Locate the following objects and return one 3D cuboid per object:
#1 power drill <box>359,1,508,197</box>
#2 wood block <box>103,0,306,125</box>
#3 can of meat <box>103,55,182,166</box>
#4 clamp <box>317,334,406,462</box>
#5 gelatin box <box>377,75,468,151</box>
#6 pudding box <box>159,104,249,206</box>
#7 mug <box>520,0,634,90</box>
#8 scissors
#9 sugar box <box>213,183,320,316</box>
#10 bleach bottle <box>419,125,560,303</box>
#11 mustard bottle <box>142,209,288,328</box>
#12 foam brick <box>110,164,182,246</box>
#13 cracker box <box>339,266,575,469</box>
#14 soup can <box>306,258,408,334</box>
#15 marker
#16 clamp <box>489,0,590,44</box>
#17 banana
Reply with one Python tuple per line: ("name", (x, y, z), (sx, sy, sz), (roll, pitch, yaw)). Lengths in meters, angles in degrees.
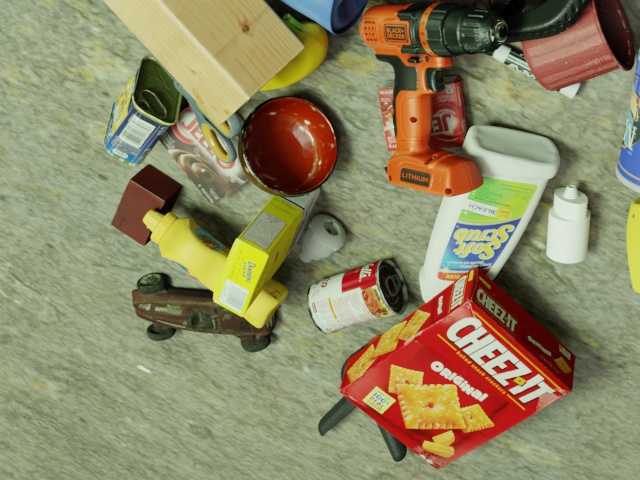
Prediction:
("power drill", (0.117, -0.141, 1.054), (0.185, 0.057, 0.188), (19, 120, 52))
("wood block", (-0.126, -0.226, 1.036), (0.206, 0.090, 0.090), (47, 155, -8))
("can of meat", (-0.204, -0.147, 1.225), (0.057, 0.102, 0.084), (27, 130, -23))
("clamp", (0.069, 0.202, 1.345), (0.120, 0.039, 0.172), (21, 123, 8))
("gelatin box", (0.111, -0.136, 1.149), (0.089, 0.030, 0.073), (-1, 117, 22))
("pudding box", (-0.125, -0.110, 1.251), (0.090, 0.039, 0.113), (-33, 101, 32))
("mug", (0.244, -0.206, 1.031), (0.082, 0.093, 0.117), (-18, 78, 34))
("scissors", (-0.145, -0.154, 1.190), (0.202, 0.016, 0.096), (39, 149, 41))
("sugar box", (-0.058, 0.001, 1.203), (0.048, 0.176, 0.093), (30, 124, 6))
("bleach bottle", (0.175, -0.003, 1.176), (0.102, 0.068, 0.251), (11, 127, -4))
("mustard bottle", (-0.130, 0.026, 1.267), (0.191, 0.096, 0.058), (37, 95, 3))
("foam brick", (-0.214, -0.044, 1.316), (0.053, 0.051, 0.078), (33, 124, 3))
("cracker box", (0.153, 0.153, 1.210), (0.164, 0.072, 0.214), (41, 125, -14))
("soup can", (0.043, 0.068, 1.265), (0.102, 0.068, 0.068), (-19, 109, 30))
("marker", (0.208, -0.181, 1.093), (0.121, 0.020, 0.020), (28, 124, 5))
("clamp", (0.237, -0.244, 0.968), (0.036, 0.164, 0.210), (20, 127, -43))
("banana", (-0.038, -0.195, 1.136), (0.069, 0.037, 0.198), (25, 160, -16))
